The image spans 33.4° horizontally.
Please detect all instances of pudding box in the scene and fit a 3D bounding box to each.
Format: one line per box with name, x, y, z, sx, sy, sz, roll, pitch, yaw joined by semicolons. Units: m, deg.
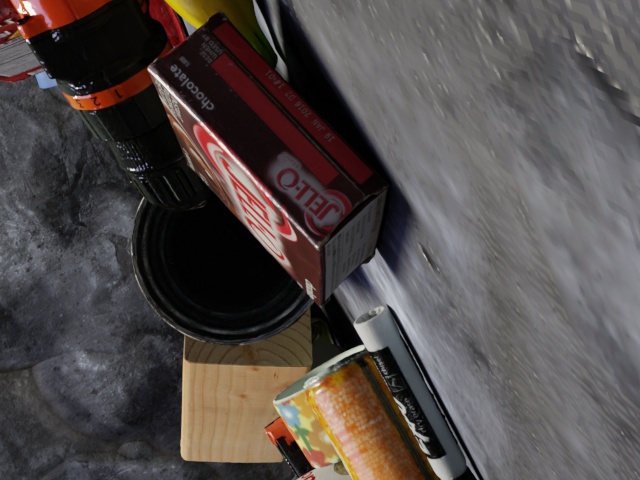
pudding box;-0.018;-0.026;0.416;0.090;0.039;0.113;48;173;11

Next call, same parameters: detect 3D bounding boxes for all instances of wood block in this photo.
wood block;-0.063;0.098;0.835;0.206;0.090;0.091;103;168;-59

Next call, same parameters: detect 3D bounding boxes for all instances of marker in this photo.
marker;0.052;0.088;0.531;0.121;0.020;0.020;62;174;-10

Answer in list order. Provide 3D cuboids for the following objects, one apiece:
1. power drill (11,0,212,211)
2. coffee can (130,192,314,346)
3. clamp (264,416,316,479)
power drill;-0.105;-0.124;0.516;0.188;0.057;0.184;-109;-4;-55
coffee can;-0.054;0.001;0.608;0.103;0.102;0.140;61;174;-5
clamp;0.009;0.196;0.800;0.165;0.036;0.210;49;169;35
